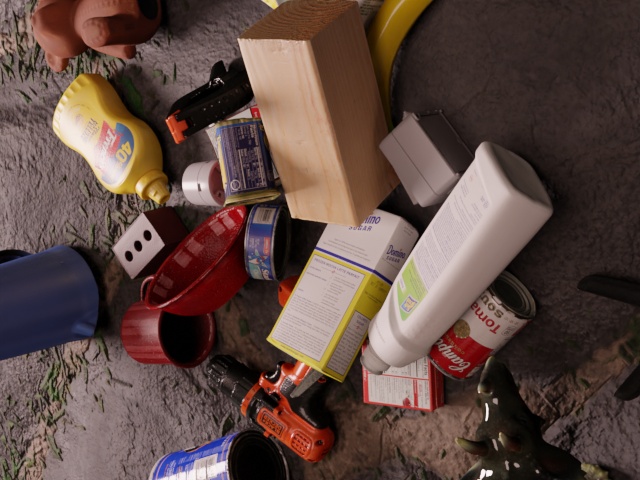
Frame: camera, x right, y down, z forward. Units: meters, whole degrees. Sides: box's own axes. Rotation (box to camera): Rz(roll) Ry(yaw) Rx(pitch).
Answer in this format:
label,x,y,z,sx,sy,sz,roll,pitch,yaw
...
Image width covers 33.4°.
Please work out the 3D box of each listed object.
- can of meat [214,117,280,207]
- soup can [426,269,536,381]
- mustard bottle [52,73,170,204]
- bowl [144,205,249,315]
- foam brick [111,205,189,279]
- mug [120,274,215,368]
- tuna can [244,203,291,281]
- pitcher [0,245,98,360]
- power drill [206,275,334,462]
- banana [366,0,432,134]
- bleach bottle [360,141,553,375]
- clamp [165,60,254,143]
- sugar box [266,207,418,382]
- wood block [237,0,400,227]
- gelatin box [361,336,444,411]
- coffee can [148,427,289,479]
label,x,y,z,sx,sy,sz,roll,pitch,yaw
can of meat,-0.080,-0.082,1.124,0.057,0.102,0.084,-10,90,-7
soup can,0.157,0.083,1.062,0.068,0.068,0.102,51,122,17
mustard bottle,-0.250,-0.114,1.323,0.192,0.058,0.096,46,116,20
bowl,-0.126,0.033,1.227,0.162,0.162,0.055,-29,116,35
foam brick,-0.208,0.003,1.318,0.078,0.051,0.053,-44,73,32
mug,-0.192,0.099,1.300,0.082,0.093,0.117,-6,101,41
tuna can,-0.058,0.001,1.185,0.034,0.086,0.086,5,102,11
pitcher,-0.422,0.088,1.370,0.149,0.242,0.145,-12,93,43
power drill,-0.039,0.136,1.219,0.185,0.057,0.188,33,119,22
banana,0.078,-0.199,1.086,0.069,0.037,0.198,15,114,-5
bleach bottle,0.117,0.031,1.033,0.251,0.068,0.102,-54,26,26
clamp,-0.103,-0.160,1.133,0.165,0.209,0.036,-5,117,43
sugar box,0.023,0.049,1.110,0.093,0.048,0.176,23,80,44
wood block,0.002,-0.127,1.070,0.090,0.090,0.206,9,130,34
gelatin box,0.089,0.140,1.144,0.089,0.030,0.073,2,98,35
coffee can,-0.122,0.290,1.277,0.141,0.102,0.103,-24,84,36
